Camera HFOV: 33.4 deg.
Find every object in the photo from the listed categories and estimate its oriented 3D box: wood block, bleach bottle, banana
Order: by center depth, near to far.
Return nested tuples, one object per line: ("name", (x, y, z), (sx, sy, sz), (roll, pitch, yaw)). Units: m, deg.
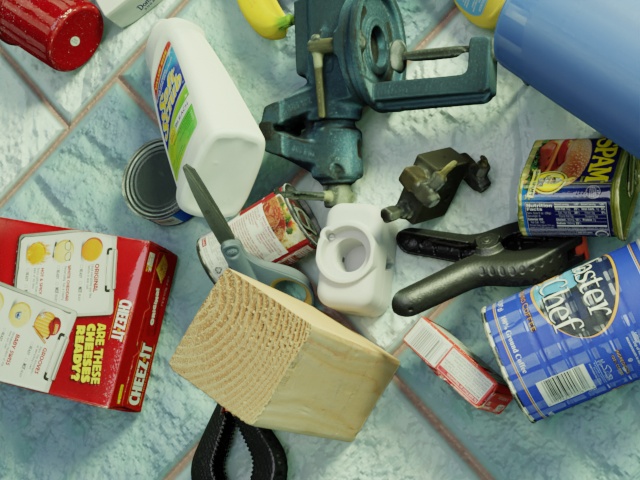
("wood block", (-0.023, 0.101, 0.883), (0.091, 0.205, 0.090), (31, 90, 26))
("bleach bottle", (-0.127, -0.136, 1.040), (0.103, 0.068, 0.251), (-64, 35, 30))
("banana", (-0.064, -0.270, 1.079), (0.070, 0.037, 0.198), (-45, 54, 39))

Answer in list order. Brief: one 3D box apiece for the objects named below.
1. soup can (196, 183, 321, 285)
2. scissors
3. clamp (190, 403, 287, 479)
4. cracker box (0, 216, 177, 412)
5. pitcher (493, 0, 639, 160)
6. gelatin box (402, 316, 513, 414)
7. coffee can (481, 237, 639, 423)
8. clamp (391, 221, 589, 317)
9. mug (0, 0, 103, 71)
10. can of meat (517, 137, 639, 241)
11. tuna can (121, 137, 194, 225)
("soup can", (-0.057, 0.001, 1.000), (0.102, 0.068, 0.068), (-31, 67, 14))
("scissors", (-0.059, 0.010, 0.951), (0.096, 0.202, 0.016), (-7, 38, -1))
("clamp", (-0.062, 0.242, 0.958), (0.165, 0.036, 0.210), (-4, 75, 22))
("cracker box", (-0.263, 0.071, 1.067), (0.214, 0.072, 0.164), (9, 81, 23))
("pitcher", (0.261, -0.125, 0.829), (0.243, 0.149, 0.144), (37, 49, 25))
("gelatin box", (0.118, 0.107, 0.897), (0.089, 0.073, 0.030), (42, 96, 25))
("coffee can", (0.213, 0.072, 0.849), (0.140, 0.102, 0.103), (-26, 68, 15))
("clamp", (0.139, 0.011, 0.919), (0.171, 0.039, 0.120), (-12, 35, 3))
("mug", (-0.284, -0.243, 1.139), (0.082, 0.093, 0.117), (34, 121, 21))
("can of meat", (0.215, -0.045, 0.885), (0.084, 0.057, 0.102), (1, 35, 26))
("tuna can", (-0.155, -0.058, 1.074), (0.086, 0.033, 0.086), (-6, 75, 21))
